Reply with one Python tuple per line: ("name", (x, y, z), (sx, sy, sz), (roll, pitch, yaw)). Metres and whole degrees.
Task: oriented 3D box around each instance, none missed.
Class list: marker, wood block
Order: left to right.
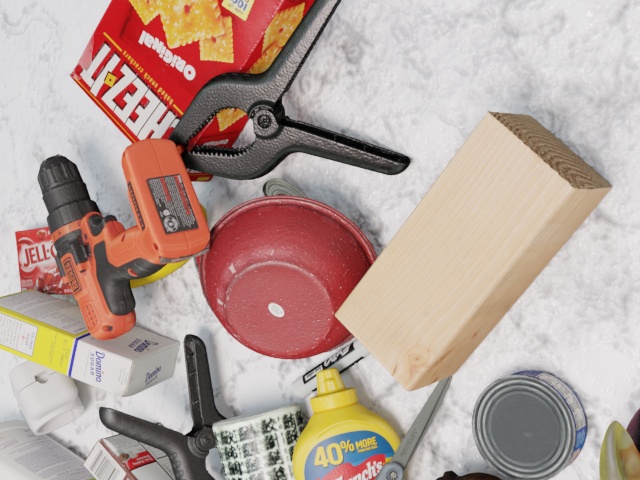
("marker", (0.022, 0.104, 0.941), (0.121, 0.020, 0.020), (-37, 74, 28))
("wood block", (0.117, 0.009, 0.833), (0.091, 0.090, 0.206), (45, 115, 22))

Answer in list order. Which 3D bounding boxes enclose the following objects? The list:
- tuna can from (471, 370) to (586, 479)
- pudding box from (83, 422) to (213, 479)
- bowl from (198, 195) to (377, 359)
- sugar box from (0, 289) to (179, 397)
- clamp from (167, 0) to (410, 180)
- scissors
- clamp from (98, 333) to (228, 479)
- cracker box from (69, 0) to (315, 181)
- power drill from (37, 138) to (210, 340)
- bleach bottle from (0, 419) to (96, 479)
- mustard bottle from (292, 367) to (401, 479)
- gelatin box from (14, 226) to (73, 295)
("tuna can", (0.165, 0.146, 0.844), (0.086, 0.033, 0.086), (2, 94, 32))
("pudding box", (-0.156, 0.230, 1.021), (0.114, 0.089, 0.039), (42, 112, 24))
("bowl", (-0.031, 0.045, 0.904), (0.162, 0.055, 0.162), (4, 119, 7))
("sugar box", (-0.238, 0.099, 1.043), (0.176, 0.093, 0.048), (20, 103, 18))
("clamp", (-0.035, -0.099, 0.911), (0.210, 0.036, 0.164), (-24, 101, 19))
("scissors", (0.038, 0.193, 0.871), (0.096, 0.016, 0.201), (19, 80, -10))
("clamp", (-0.110, 0.175, 0.991), (0.171, 0.120, 0.039), (48, 158, -15))
("cracker box", (-0.119, -0.185, 0.980), (0.164, 0.072, 0.214), (46, 115, 21))
("power drill", (-0.182, -0.020, 0.953), (0.188, 0.057, 0.184), (-32, 78, 49))
("bleach bottle", (-0.255, 0.265, 1.077), (0.251, 0.102, 0.068), (22, 109, 30))
("mustard bottle", (0.028, 0.203, 0.909), (0.096, 0.058, 0.191), (-13, 84, -3))
("gelatin box", (-0.279, 0.021, 1.120), (0.089, 0.030, 0.073), (-5, 91, 32))
